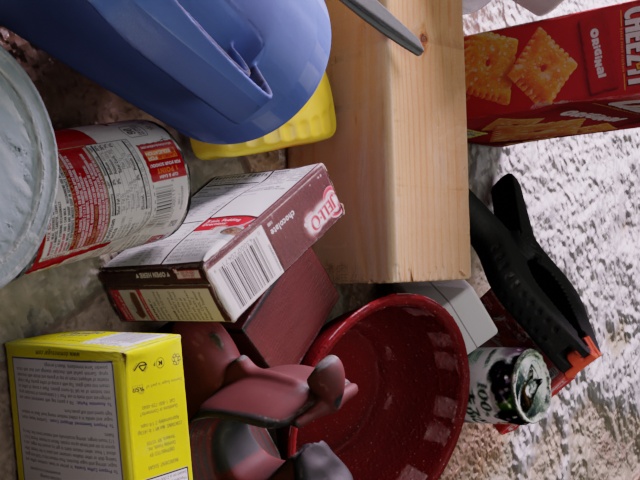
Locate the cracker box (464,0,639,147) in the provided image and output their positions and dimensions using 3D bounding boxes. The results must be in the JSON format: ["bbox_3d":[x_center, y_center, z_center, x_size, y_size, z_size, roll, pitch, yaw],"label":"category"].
[{"bbox_3d":[0.190,-0.117,0.795,0.163,0.214,0.072,0,88,-50],"label":"cracker box"}]

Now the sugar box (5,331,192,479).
[{"bbox_3d":[-0.105,0.135,0.526,0.048,0.094,0.176,-11,97,-49],"label":"sugar box"}]

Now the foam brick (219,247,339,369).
[{"bbox_3d":[-0.035,0.042,0.645,0.051,0.053,0.078,57,50,-31],"label":"foam brick"}]

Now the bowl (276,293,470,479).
[{"bbox_3d":[0.024,0.107,0.693,0.161,0.055,0.162,-13,110,-40],"label":"bowl"}]

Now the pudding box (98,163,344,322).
[{"bbox_3d":[-0.054,0.001,0.596,0.113,0.090,0.039,-42,117,-42],"label":"pudding box"}]

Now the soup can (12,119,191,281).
[{"bbox_3d":[-0.122,-0.023,0.533,0.102,0.069,0.068,-17,101,-49],"label":"soup can"}]

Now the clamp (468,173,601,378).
[{"bbox_3d":[0.135,0.006,0.791,0.164,0.036,0.210,19,36,-43],"label":"clamp"}]

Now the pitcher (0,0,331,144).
[{"bbox_3d":[-0.076,-0.120,0.464,0.242,0.145,0.149,36,62,-66],"label":"pitcher"}]

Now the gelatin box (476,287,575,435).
[{"bbox_3d":[0.138,0.089,0.801,0.030,0.073,0.089,-1,49,-52],"label":"gelatin box"}]

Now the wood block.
[{"bbox_3d":[0.038,-0.075,0.710,0.090,0.090,0.206,1,87,-49],"label":"wood block"}]
